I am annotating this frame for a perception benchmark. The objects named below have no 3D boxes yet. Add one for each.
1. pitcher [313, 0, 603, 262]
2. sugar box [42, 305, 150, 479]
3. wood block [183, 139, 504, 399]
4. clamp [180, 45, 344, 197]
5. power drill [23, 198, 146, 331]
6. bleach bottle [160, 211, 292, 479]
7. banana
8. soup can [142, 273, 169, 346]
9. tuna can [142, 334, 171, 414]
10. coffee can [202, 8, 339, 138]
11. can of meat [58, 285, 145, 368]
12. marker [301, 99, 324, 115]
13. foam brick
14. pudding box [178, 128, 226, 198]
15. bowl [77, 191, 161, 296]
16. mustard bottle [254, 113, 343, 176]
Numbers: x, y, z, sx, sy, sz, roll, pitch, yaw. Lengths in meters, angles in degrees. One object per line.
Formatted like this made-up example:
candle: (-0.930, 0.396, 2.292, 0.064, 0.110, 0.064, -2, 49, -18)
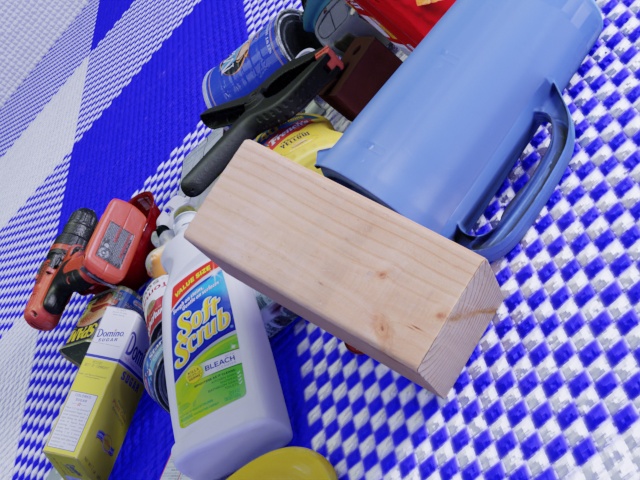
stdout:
pitcher: (0.123, -0.103, 0.849, 0.243, 0.149, 0.145, -53, 10, -5)
sugar box: (-0.228, 0.168, 1.129, 0.048, 0.093, 0.176, 11, 57, 15)
wood block: (0.016, 0.019, 0.774, 0.206, 0.090, 0.090, 28, 80, 26)
clamp: (-0.066, -0.146, 1.161, 0.210, 0.036, 0.164, -35, 28, 17)
power drill: (-0.292, 0.014, 1.339, 0.188, 0.057, 0.184, -28, 39, 48)
bleach bottle: (-0.102, 0.079, 0.949, 0.102, 0.068, 0.251, -27, 52, 10)
banana: (-0.051, 0.206, 0.843, 0.198, 0.037, 0.069, -32, 32, 38)
soup can: (-0.151, 0.084, 1.130, 0.068, 0.068, 0.102, -49, 25, 9)
tuna can: (-0.122, 0.125, 1.009, 0.086, 0.086, 0.034, -56, 27, -5)
coffee can: (-0.060, -0.198, 1.286, 0.141, 0.102, 0.102, -31, 33, 38)
can of meat: (-0.261, 0.109, 1.300, 0.102, 0.057, 0.084, -19, 39, 49)
marker: (-0.042, -0.115, 1.247, 0.121, 0.020, 0.020, -45, 27, 17)
foam brick: (0.044, -0.170, 1.133, 0.078, 0.051, 0.053, -56, 25, -5)
pudding box: (-0.140, -0.092, 1.365, 0.090, 0.039, 0.113, -41, 26, 25)
bowl: (-0.248, 0.016, 1.393, 0.162, 0.055, 0.162, -40, 29, 27)
mustard bottle: (-0.025, -0.095, 1.139, 0.096, 0.058, 0.192, -30, 24, -3)
